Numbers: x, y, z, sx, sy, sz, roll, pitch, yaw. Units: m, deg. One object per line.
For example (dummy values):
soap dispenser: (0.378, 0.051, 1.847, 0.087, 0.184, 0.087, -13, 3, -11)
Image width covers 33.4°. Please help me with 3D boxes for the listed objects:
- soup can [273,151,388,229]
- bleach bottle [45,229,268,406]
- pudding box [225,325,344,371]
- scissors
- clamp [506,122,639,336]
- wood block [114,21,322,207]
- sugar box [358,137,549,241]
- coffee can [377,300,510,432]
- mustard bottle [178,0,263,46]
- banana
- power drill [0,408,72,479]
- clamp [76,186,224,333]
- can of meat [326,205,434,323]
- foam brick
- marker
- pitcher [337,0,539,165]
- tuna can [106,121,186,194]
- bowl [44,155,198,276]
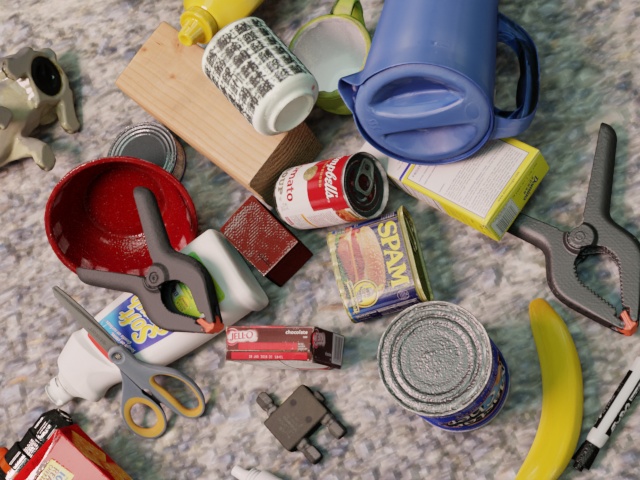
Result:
soup can: (0.010, -0.049, 1.091, 0.102, 0.068, 0.068, -8, 70, 44)
bleach bottle: (-0.183, 0.099, 1.132, 0.251, 0.068, 0.103, -37, 70, 7)
pudding box: (-0.033, 0.106, 1.056, 0.090, 0.113, 0.039, 0, 78, 17)
scissors: (-0.212, 0.135, 1.097, 0.201, 0.016, 0.096, 34, 107, -14)
clamp: (0.243, 0.002, 1.043, 0.165, 0.036, 0.210, -22, 66, 12)
wood block: (-0.110, -0.136, 1.160, 0.206, 0.090, 0.090, 37, 88, 22)
sugar box: (0.130, -0.079, 1.076, 0.176, 0.048, 0.093, 32, 84, 38)
coffee can: (0.117, 0.120, 0.992, 0.103, 0.140, 0.103, -5, 73, 15)
mustard bottle: (-0.094, -0.274, 1.163, 0.096, 0.058, 0.191, 3, 44, 40)
banana: (0.214, 0.153, 1.009, 0.070, 0.037, 0.198, 10, 78, 18)
power drill: (-0.377, 0.220, 1.158, 0.188, 0.057, 0.184, 35, 87, 22)
clamp: (-0.172, 0.042, 1.086, 0.120, 0.039, 0.171, -46, 70, 18)
can of meat: (0.060, 0.026, 1.082, 0.084, 0.057, 0.102, -18, 70, 14)
foam brick: (-0.057, 0.001, 1.126, 0.053, 0.051, 0.078, -45, 67, 2)
marker: (0.272, 0.163, 0.998, 0.020, 0.020, 0.121, 33, 86, 22)
pitcher: (0.125, -0.200, 1.056, 0.145, 0.149, 0.242, -20, 41, 37)
tuna can: (-0.196, -0.088, 1.202, 0.086, 0.033, 0.086, -4, 74, 15)
bowl: (-0.213, -0.029, 1.151, 0.162, 0.162, 0.055, -25, 30, 9)
